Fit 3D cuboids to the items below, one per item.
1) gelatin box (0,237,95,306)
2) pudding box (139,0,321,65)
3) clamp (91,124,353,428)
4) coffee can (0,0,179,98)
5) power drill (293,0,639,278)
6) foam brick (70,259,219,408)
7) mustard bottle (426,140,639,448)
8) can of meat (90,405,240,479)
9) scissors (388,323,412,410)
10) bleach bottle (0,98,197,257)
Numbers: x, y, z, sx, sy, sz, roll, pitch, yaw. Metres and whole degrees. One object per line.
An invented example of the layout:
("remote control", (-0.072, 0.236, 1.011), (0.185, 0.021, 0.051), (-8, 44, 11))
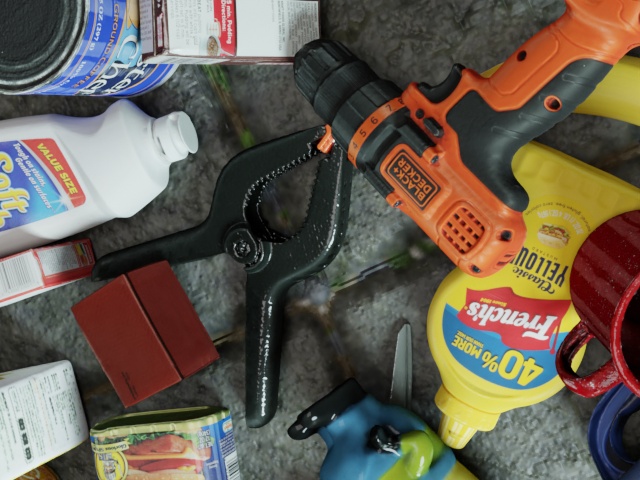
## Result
("gelatin box", (-0.212, 0.026, 0.744), (0.089, 0.073, 0.030), (-18, 90, 19))
("pudding box", (-0.055, -0.155, 0.657), (0.039, 0.113, 0.090), (6, 100, 57))
("clamp", (-0.055, 0.001, 0.710), (0.164, 0.036, 0.210), (34, 109, 10))
("coffee can", (-0.157, -0.142, 0.671), (0.103, 0.140, 0.103), (2, 97, 17))
("power drill", (0.087, -0.101, 0.600), (0.184, 0.057, 0.188), (48, 116, 19))
("foam brick", (-0.115, 0.060, 0.699), (0.053, 0.051, 0.078), (-29, 90, 26))
("mustard bottle", (0.119, 0.041, 0.649), (0.096, 0.058, 0.192), (26, 104, 8))
("can of meat", (-0.105, 0.162, 0.736), (0.102, 0.057, 0.084), (-8, 91, 18))
("scissors", (0.030, 0.161, 0.692), (0.096, 0.016, 0.202), (-10, 87, -2))
("bleach bottle", (-0.205, -0.047, 0.741), (0.251, 0.068, 0.102), (-16, 89, 16))
